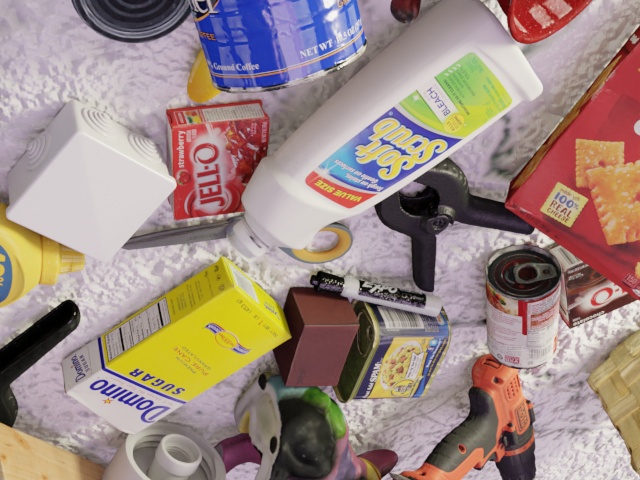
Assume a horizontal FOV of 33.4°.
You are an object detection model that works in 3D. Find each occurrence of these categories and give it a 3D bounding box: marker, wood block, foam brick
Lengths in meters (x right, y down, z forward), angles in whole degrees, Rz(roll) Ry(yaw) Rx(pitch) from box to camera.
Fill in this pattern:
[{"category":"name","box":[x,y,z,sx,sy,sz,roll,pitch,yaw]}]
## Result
[{"category":"marker","box":[0.048,0.047,0.939,0.121,0.020,0.020,13,125,-16]},{"category":"wood block","box":[-0.249,0.245,0.946,0.091,0.090,0.206,-33,144,9]},{"category":"foam brick","box":[-0.006,0.085,0.946,0.052,0.051,0.078,2,129,-21]}]

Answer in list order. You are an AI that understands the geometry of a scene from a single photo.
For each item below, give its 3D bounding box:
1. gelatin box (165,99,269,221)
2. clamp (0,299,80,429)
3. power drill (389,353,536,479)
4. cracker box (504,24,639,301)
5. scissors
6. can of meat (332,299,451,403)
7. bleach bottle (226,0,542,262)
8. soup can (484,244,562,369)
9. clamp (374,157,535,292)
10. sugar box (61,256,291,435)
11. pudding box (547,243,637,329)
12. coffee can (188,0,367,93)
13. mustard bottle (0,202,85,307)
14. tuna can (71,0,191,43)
[{"category":"gelatin box","box":[-0.078,-0.059,0.804,0.073,0.030,0.089,-7,132,-15]},{"category":"clamp","box":[-0.303,0.119,0.874,0.164,0.036,0.210,8,129,-28]},{"category":"power drill","box":[0.150,0.230,1.070,0.187,0.057,0.184,-45,131,-31]},{"category":"cracker box","box":[0.277,-0.067,0.850,0.164,0.072,0.214,36,118,-2]},{"category":"scissors","box":[-0.056,0.001,0.876,0.201,0.016,0.096,-19,134,-3]},{"category":"can of meat","box":[0.064,0.101,0.984,0.083,0.057,0.102,2,129,-24]},{"category":"bleach bottle","box":[0.038,-0.069,0.793,0.251,0.068,0.102,-40,132,8]},{"category":"soup can","box":[0.187,0.063,0.987,0.068,0.068,0.102,-16,134,-7]},{"category":"clamp","box":[0.107,-0.028,0.895,0.120,0.039,0.171,-30,137,8]},{"category":"sugar box","box":[-0.123,0.094,0.914,0.176,0.048,0.093,-35,133,10]},{"category":"pudding box","box":[0.274,0.025,1.005,0.113,0.039,0.090,-21,135,-1]},{"category":"coffee can","box":[-0.036,-0.173,0.641,0.102,0.103,0.140,-18,116,-5]},{"category":"mustard bottle","box":[-0.269,0.012,0.777,0.191,0.058,0.096,1,132,-22]},{"category":"tuna can","box":[-0.120,-0.170,0.685,0.086,0.034,0.086,-10,133,-12]}]
